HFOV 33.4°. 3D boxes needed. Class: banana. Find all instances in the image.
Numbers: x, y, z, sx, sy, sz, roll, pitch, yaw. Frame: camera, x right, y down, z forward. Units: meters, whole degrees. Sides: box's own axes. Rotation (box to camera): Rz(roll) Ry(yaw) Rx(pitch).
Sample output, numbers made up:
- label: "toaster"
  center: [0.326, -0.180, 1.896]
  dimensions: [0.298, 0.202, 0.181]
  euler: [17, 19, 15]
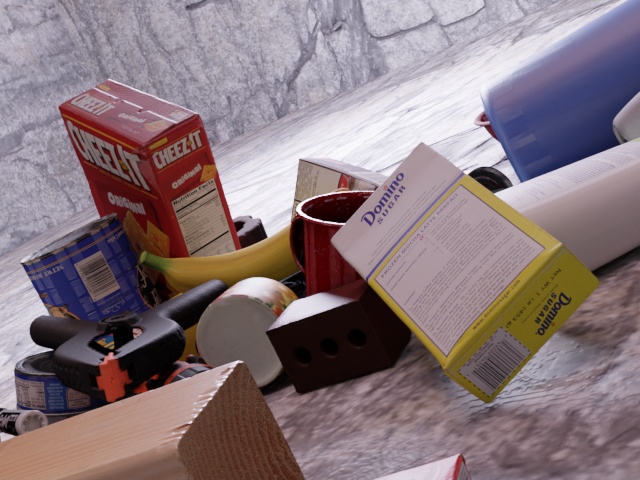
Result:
- label: "banana"
  center: [-0.051, 0.011, 0.887]
  dimensions: [0.198, 0.069, 0.037]
  euler: [-19, 54, 19]

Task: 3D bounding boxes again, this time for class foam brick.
- label: "foam brick"
  center: [0.014, 0.063, 0.734]
  dimensions: [0.078, 0.053, 0.051]
  euler: [-21, 12, 27]

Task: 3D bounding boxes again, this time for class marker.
- label: "marker"
  center: [-0.212, 0.126, 0.740]
  dimensions: [0.020, 0.020, 0.121]
  euler: [-31, 7, -27]

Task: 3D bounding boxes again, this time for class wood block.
- label: "wood block"
  center: [-0.121, 0.146, 0.554]
  dimensions: [0.206, 0.090, 0.090]
  euler: [-21, 13, 24]

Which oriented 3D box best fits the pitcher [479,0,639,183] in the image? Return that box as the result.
- label: "pitcher"
  center: [0.272, -0.138, 0.941]
  dimensions: [0.243, 0.149, 0.145]
  euler: [-27, 25, 12]

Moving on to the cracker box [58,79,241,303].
- label: "cracker box"
  center: [-0.160, -0.034, 1.041]
  dimensions: [0.072, 0.213, 0.164]
  euler: [-34, 38, -27]

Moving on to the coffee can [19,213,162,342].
- label: "coffee can"
  center: [-0.209, 0.059, 1.026]
  dimensions: [0.103, 0.140, 0.103]
  euler: [-25, 11, 5]

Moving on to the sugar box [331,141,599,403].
- label: "sugar box"
  center: [0.079, 0.012, 0.639]
  dimensions: [0.093, 0.048, 0.176]
  euler: [-47, 29, 5]

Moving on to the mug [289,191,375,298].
- label: "mug"
  center: [0.020, 0.012, 0.801]
  dimensions: [0.117, 0.081, 0.093]
  euler: [14, 23, 40]

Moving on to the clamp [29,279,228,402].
- label: "clamp"
  center: [-0.137, 0.071, 0.794]
  dimensions: [0.164, 0.036, 0.210]
  euler: [-14, 11, -11]

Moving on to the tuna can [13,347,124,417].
- label: "tuna can"
  center: [-0.195, 0.109, 0.833]
  dimensions: [0.086, 0.034, 0.086]
  euler: [-3, 8, 0]

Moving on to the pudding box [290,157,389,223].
- label: "pudding box"
  center: [0.021, -0.017, 0.900]
  dimensions: [0.039, 0.090, 0.114]
  euler: [-2, 16, -36]
